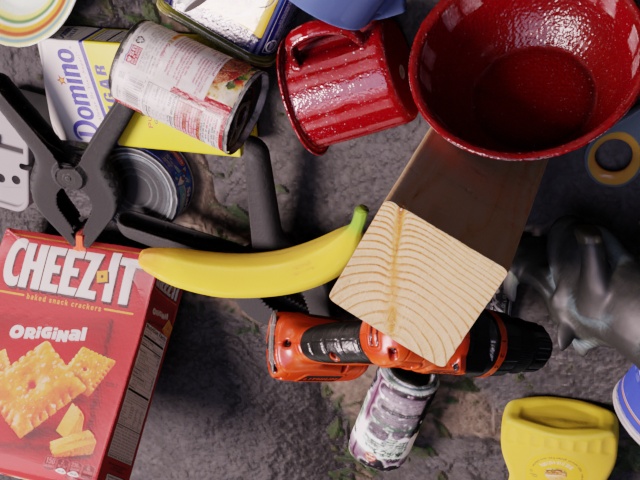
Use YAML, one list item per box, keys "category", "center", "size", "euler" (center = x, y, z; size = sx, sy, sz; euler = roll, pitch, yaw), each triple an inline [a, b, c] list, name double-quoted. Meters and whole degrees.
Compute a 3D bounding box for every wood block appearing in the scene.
- category: "wood block"
  center: [0.091, -0.018, 0.753]
  size: [0.090, 0.205, 0.091]
  euler: [31, 124, 3]

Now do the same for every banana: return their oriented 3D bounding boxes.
- category: "banana"
  center: [-0.046, 0.016, 0.858]
  size: [0.198, 0.037, 0.069]
  euler: [-13, 118, 15]

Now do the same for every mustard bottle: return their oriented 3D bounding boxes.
- category: "mustard bottle"
  center: [0.205, 0.230, 0.934]
  size: [0.096, 0.058, 0.192]
  euler: [4, 119, 13]

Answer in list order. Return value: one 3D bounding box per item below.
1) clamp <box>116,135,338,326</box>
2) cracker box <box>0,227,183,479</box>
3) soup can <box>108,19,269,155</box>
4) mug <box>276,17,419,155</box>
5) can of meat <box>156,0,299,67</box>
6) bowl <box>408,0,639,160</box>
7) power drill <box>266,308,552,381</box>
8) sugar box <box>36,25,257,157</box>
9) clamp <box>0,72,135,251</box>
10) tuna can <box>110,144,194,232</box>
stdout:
- category: "clamp"
  center: [-0.063, 0.018, 0.911]
  size: [0.165, 0.036, 0.210]
  euler: [-19, 122, 30]
- category: "cracker box"
  center: [-0.230, 0.106, 0.947]
  size: [0.164, 0.213, 0.072]
  euler: [8, 162, 16]
- category: "soup can"
  center: [-0.099, -0.115, 0.800]
  size: [0.102, 0.068, 0.069]
  euler: [26, 123, 9]
- category: "mug"
  center: [0.019, -0.124, 0.787]
  size: [0.082, 0.093, 0.117]
  euler: [-14, 146, 21]
- category: "can of meat"
  center: [-0.061, -0.195, 0.806]
  size: [0.102, 0.057, 0.084]
  euler: [30, 122, 3]
- category: "bowl"
  center: [0.145, -0.113, 0.739]
  size: [0.162, 0.162, 0.055]
  euler: [4, 156, 19]
- category: "power drill"
  center: [0.063, 0.081, 0.837]
  size: [0.188, 0.184, 0.057]
  euler: [-12, 72, 48]
- category: "sugar box"
  center: [-0.143, -0.124, 0.882]
  size: [0.176, 0.048, 0.093]
  euler: [5, 119, 17]
- category: "clamp"
  center: [-0.197, -0.066, 0.890]
  size: [0.120, 0.039, 0.171]
  euler: [2, 131, 14]
- category: "tuna can"
  center: [-0.156, -0.049, 0.934]
  size: [0.086, 0.033, 0.086]
  euler: [9, 120, 16]
